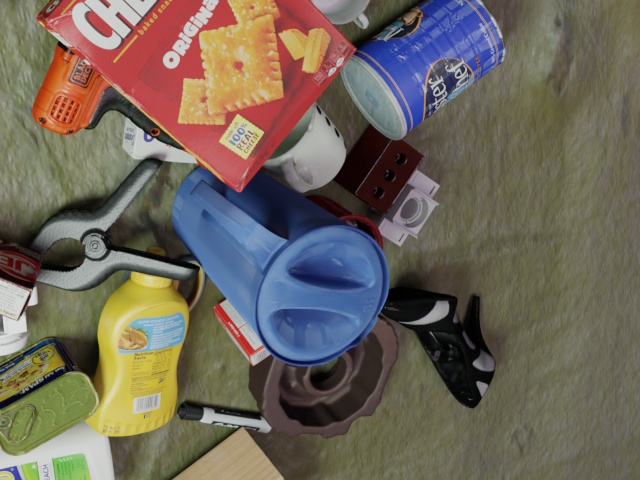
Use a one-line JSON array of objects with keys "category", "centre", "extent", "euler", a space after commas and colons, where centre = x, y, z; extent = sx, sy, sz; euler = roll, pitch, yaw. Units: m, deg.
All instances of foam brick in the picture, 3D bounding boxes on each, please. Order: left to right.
[{"category": "foam brick", "centre": [0.062, -0.078, 1.158], "extent": [0.052, 0.051, 0.078], "euler": [31, 95, -36]}]

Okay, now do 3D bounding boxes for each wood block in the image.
[{"category": "wood block", "centre": [-0.134, 0.318, 1.191], "extent": [0.206, 0.090, 0.091], "euler": [-36, 141, -12]}]

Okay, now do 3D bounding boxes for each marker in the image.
[{"category": "marker", "centre": [-0.108, 0.201, 1.206], "extent": [0.120, 0.020, 0.020], "euler": [16, 103, -35]}]

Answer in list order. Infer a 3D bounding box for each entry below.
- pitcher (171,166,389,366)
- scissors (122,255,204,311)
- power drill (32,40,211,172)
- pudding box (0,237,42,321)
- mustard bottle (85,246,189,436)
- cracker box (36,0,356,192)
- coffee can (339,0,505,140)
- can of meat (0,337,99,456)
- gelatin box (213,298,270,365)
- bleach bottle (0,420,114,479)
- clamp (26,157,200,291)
[{"category": "pitcher", "centre": [-0.057, 0.001, 1.005], "extent": [0.144, 0.243, 0.149], "euler": [-12, 117, -26]}, {"category": "scissors", "centre": [-0.187, 0.102, 1.117], "extent": [0.096, 0.016, 0.202], "euler": [22, 100, -34]}, {"category": "power drill", "centre": [-0.140, -0.155, 0.950], "extent": [0.187, 0.057, 0.184], "euler": [23, 102, -24]}, {"category": "pudding box", "centre": [-0.307, 0.021, 0.944], "extent": [0.113, 0.090, 0.039], "euler": [22, 104, -15]}, {"category": "mustard bottle", "centre": [-0.179, 0.098, 1.070], "extent": [0.096, 0.058, 0.192], "euler": [-5, 114, -42]}, {"category": "cracker box", "centre": [-0.098, -0.171, 0.888], "extent": [0.213, 0.072, 0.164], "euler": [42, 86, -25]}, {"category": "coffee can", "centre": [0.105, -0.185, 1.102], "extent": [0.140, 0.103, 0.102], "euler": [-37, 125, -11]}, {"category": "can of meat", "centre": [-0.279, 0.149, 1.041], "extent": [0.102, 0.084, 0.057], "euler": [-30, 124, -16]}, {"category": "gelatin box", "centre": [-0.058, 0.080, 1.146], "extent": [0.089, 0.073, 0.030], "euler": [-33, 153, -15]}, {"category": "bleach bottle", "centre": [-0.337, 0.250, 1.069], "extent": [0.250, 0.068, 0.102], "euler": [-13, 117, -23]}, {"category": "clamp", "centre": [-0.201, 0.009, 1.012], "extent": [0.171, 0.039, 0.120], "euler": [-26, 91, 7]}]
